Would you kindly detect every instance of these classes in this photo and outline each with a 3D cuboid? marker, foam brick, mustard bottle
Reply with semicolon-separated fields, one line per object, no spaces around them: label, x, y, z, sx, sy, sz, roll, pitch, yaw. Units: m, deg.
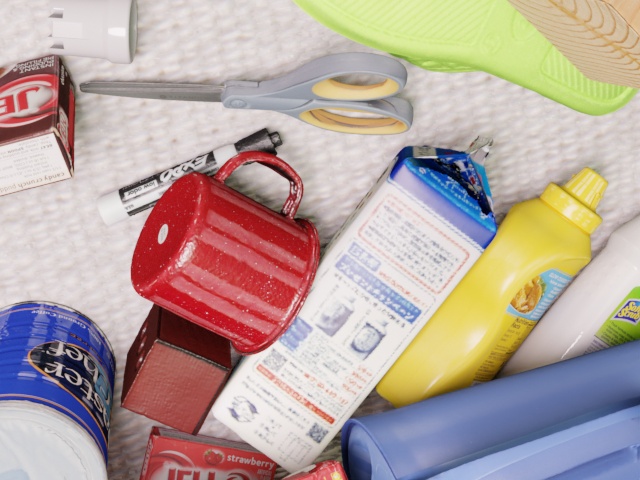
marker;-0.081;-0.041;0.664;0.121;0.020;0.020;-23;112;1
foam brick;-0.091;0.076;0.676;0.051;0.078;0.053;25;104;-14
mustard bottle;0.118;0.034;0.685;0.192;0.058;0.096;-53;153;11

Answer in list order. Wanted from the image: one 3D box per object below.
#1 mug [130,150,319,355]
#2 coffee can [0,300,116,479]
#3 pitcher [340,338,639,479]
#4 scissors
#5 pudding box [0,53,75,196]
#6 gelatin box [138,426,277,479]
mug;-0.054;0.001;0.640;0.081;0.093;0.117;29;92;-27
coffee can;-0.177;0.111;0.642;0.102;0.140;0.103;-3;111;-7
pitcher;0.144;0.130;0.618;0.242;0.149;0.145;-17;113;-14
scissors;-0.037;-0.092;0.624;0.201;0.096;0.016;8;70;-13
pudding box;-0.196;-0.059;0.602;0.113;0.090;0.039;-16;127;-1
gelatin box;-0.080;0.172;0.728;0.089;0.030;0.073;13;90;-14
